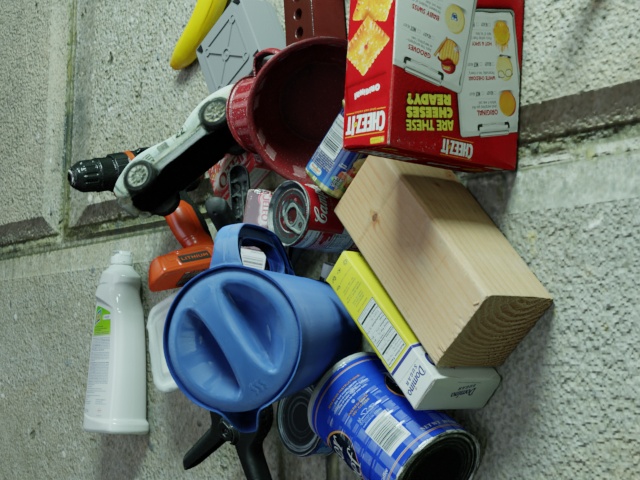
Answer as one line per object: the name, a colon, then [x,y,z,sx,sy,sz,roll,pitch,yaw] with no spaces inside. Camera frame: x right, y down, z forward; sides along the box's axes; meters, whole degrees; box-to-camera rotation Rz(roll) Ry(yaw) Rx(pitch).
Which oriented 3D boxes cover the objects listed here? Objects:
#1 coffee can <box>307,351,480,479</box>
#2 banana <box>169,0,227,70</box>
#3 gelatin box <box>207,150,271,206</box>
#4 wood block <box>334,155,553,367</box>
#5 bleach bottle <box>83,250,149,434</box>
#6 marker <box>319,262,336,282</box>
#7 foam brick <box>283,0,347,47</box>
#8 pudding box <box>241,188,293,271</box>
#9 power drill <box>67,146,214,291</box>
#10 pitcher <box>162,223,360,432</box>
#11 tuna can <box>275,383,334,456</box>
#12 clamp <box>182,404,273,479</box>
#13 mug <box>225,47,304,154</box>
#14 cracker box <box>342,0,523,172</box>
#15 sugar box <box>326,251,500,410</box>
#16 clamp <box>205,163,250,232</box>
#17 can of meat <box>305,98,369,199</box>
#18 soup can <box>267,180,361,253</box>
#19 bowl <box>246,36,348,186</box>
coffee can: [0.068,0.185,1.015,0.140,0.102,0.103,38,114,46]
banana: [-0.150,-0.307,1.402,0.198,0.037,0.070,-66,25,18]
gelatin box: [-0.102,-0.093,1.316,0.089,0.030,0.073,-45,53,37]
wood block: [0.110,0.012,0.999,0.091,0.090,0.206,-57,46,30]
bleach bottle: [-0.277,0.139,1.474,0.103,0.067,0.251,-9,76,50]
marker: [-0.002,0.084,1.180,0.020,0.020,0.121,26,105,49]
foam brick: [-0.006,-0.250,1.204,0.053,0.051,0.078,-18,71,48]
pudding box: [-0.058,0.001,1.175,0.039,0.090,0.113,13,94,17]
power drill: [-0.206,-0.032,1.329,0.057,0.184,0.188,-49,59,50]
pitcher: [-0.044,0.081,1.045,0.145,0.242,0.149,38,99,16]
tuna can: [-0.011,0.193,1.164,0.086,0.033,0.086,-9,78,50]
clamp: [-0.102,0.214,1.218,0.165,0.036,0.210,18,116,40]
mug: [-0.048,-0.160,1.211,0.082,0.093,0.117,-5,94,45]
cracker box: [0.104,-0.177,0.972,0.072,0.163,0.214,-1,84,52]
sugar box: [0.087,0.083,1.014,0.176,0.093,0.048,52,123,40]
clamp: [-0.090,-0.002,1.240,0.039,0.120,0.171,-2,122,18]
can of meat: [0.043,-0.086,1.073,0.057,0.101,0.084,46,113,33]
soup can: [0.004,-0.023,1.120,0.069,0.102,0.068,-11,76,49]
bowl: [0.002,-0.140,1.128,0.055,0.162,0.162,-101,31,-69]
